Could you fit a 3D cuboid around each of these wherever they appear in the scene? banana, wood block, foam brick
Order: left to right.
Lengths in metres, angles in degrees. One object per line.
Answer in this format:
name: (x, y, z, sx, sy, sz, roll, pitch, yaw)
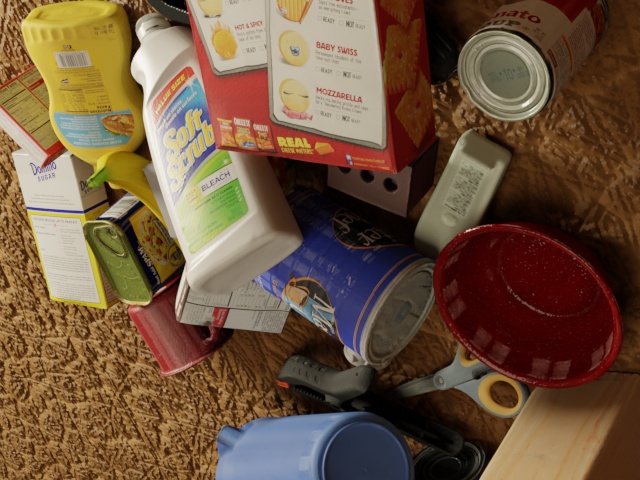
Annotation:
banana: (-0.161, -0.034, 1.050, 0.037, 0.069, 0.197, -5, 150, 34)
foam brick: (0.051, -0.065, 0.882, 0.078, 0.051, 0.053, 23, 135, 22)
wood block: (0.196, 0.204, 0.873, 0.090, 0.205, 0.091, 1, 124, 38)

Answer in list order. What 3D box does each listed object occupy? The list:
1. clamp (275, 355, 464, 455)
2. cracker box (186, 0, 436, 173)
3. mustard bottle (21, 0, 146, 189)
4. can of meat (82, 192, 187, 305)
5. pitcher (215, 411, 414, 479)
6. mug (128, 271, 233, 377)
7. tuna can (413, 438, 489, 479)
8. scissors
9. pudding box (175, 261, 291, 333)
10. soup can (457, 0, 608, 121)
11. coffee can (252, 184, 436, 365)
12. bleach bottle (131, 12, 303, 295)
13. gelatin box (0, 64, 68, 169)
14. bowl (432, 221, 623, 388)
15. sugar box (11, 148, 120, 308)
clamp: (0.035, 0.157, 1.065, 0.164, 0.036, 0.210, 38, 161, -30)
cracker box: (-0.011, -0.164, 0.755, 0.164, 0.072, 0.214, 10, 123, 32)
mustard bottle: (-0.215, -0.132, 1.028, 0.096, 0.058, 0.191, -1, 127, 9)
can of meat: (-0.183, 0.001, 1.098, 0.058, 0.083, 0.102, -1, 123, 39)
pitcher: (0.002, 0.242, 1.077, 0.243, 0.149, 0.145, 152, 113, -63)
mug: (-0.146, 0.085, 1.132, 0.117, 0.093, 0.081, -13, 110, 56)
tuna can: (0.126, 0.232, 1.043, 0.086, 0.086, 0.034, -2, 120, 40)
scissors: (0.130, 0.144, 0.999, 0.096, 0.016, 0.202, 60, 142, 19)
pudding box: (-0.080, 0.048, 1.051, 0.113, 0.039, 0.090, 6, 138, -15)
soup can: (0.143, -0.132, 0.715, 0.069, 0.102, 0.068, 22, 135, 24)
coffee can: (0.019, 0.028, 0.930, 0.140, 0.102, 0.103, 33, 139, 27)
bleach bottle: (-0.108, -0.085, 0.916, 0.103, 0.068, 0.251, -33, 69, 19)
gelatin box: (-0.284, -0.127, 1.080, 0.089, 0.073, 0.030, 45, 140, -2)
bowl: (0.175, 0.042, 0.868, 0.162, 0.055, 0.162, 21, 134, 24)
sugar box: (-0.269, -0.017, 1.159, 0.093, 0.048, 0.176, 6, 113, 33)
